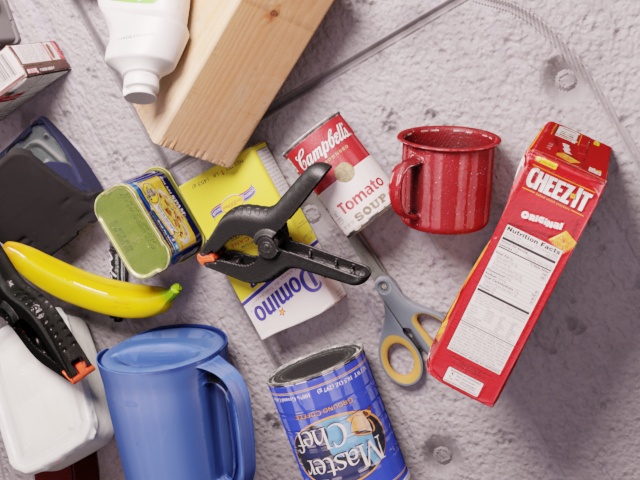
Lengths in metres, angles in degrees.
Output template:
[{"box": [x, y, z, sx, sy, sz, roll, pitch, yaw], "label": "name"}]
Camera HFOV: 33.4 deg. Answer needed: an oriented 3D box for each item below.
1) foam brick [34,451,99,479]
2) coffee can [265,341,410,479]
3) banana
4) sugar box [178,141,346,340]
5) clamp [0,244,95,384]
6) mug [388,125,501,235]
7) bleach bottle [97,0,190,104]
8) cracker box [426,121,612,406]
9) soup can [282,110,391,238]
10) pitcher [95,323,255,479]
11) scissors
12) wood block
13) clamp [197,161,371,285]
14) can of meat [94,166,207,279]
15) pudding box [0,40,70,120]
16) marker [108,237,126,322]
[{"box": [-0.284, 0.252, 1.191, 0.051, 0.053, 0.078, 0, 102, 18], "label": "foam brick"}, {"box": [0.018, 0.184, 1.048, 0.103, 0.102, 0.140, -18, 97, 21], "label": "coffee can"}, {"box": [-0.232, 0.044, 1.100, 0.198, 0.037, 0.070, 12, 131, 9], "label": "banana"}, {"box": [-0.057, 0.001, 1.058, 0.093, 0.048, 0.176, -27, 92, 22], "label": "sugar box"}, {"box": [-0.303, 0.059, 1.069, 0.210, 0.036, 0.165, 39, 147, 23], "label": "clamp"}, {"box": [0.106, -0.052, 0.958, 0.093, 0.117, 0.081, 19, 116, 42], "label": "mug"}, {"box": [-0.166, -0.243, 0.965, 0.103, 0.068, 0.251, -7, 73, 22], "label": "bleach bottle"}, {"box": [0.172, 0.014, 0.922, 0.072, 0.164, 0.214, 25, 110, 9], "label": "cracker box"}, {"box": [0.021, -0.061, 1.005, 0.069, 0.068, 0.102, -37, 90, 22], "label": "soup can"}, {"box": [-0.138, 0.217, 1.093, 0.145, 0.149, 0.243, -9, 105, -5], "label": "pitcher"}, {"box": [0.057, 0.063, 1.052, 0.202, 0.016, 0.096, 43, 112, 4], "label": "scissors"}, {"box": [-0.080, -0.182, 0.980, 0.206, 0.090, 0.090, -56, 41, 21], "label": "wood block"}, {"box": [-0.035, 0.006, 1.004, 0.172, 0.039, 0.120, -22, 97, 33], "label": "clamp"}, {"box": [-0.171, -0.017, 1.071, 0.058, 0.083, 0.102, -30, 93, 22], "label": "can of meat"}, {"box": [-0.323, -0.157, 1.084, 0.114, 0.090, 0.039, -29, 95, 22], "label": "pudding box"}, {"box": [-0.215, 0.028, 1.132, 0.020, 0.020, 0.121, 7, 105, 17], "label": "marker"}]
